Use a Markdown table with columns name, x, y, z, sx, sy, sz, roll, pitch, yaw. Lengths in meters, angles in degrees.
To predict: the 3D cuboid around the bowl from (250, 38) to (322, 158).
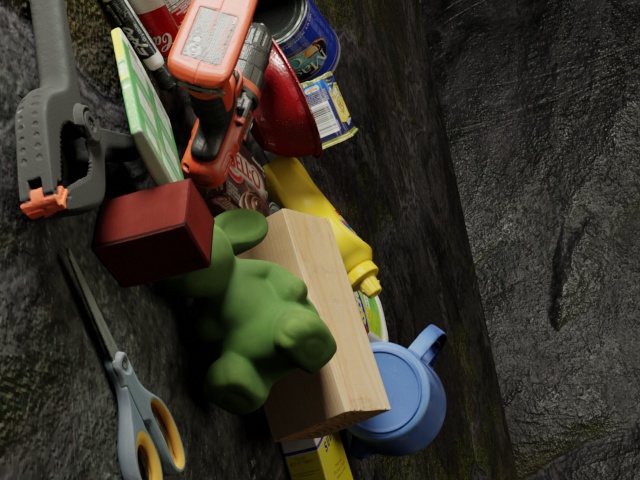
| name | x | y | z | sx | sy | sz | roll | pitch | yaw |
| --- | --- | --- | --- | --- | --- | --- | --- | --- | --- |
| bowl | -0.058 | -0.152 | 1.181 | 0.162 | 0.055 | 0.162 | 60 | -9 | 15 |

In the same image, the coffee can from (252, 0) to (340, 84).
| name | x | y | z | sx | sy | sz | roll | pitch | yaw |
| --- | --- | --- | --- | --- | --- | --- | --- | --- | --- |
| coffee can | -0.043 | -0.265 | 1.368 | 0.140 | 0.103 | 0.103 | 38 | 39 | -67 |

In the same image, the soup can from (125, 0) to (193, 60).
| name | x | y | z | sx | sy | sz | roll | pitch | yaw |
| --- | --- | --- | --- | --- | --- | --- | --- | --- | --- |
| soup can | -0.152 | -0.227 | 0.984 | 0.068 | 0.068 | 0.102 | -88 | 158 | -48 |

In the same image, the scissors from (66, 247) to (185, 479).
| name | x | y | z | sx | sy | sz | roll | pitch | yaw |
| --- | --- | --- | --- | --- | --- | --- | --- | --- | --- |
| scissors | -0.147 | 0.110 | 0.771 | 0.096 | 0.016 | 0.201 | -85 | 155 | -54 |

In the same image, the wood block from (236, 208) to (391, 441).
| name | x | y | z | sx | sy | sz | roll | pitch | yaw |
| --- | --- | --- | --- | --- | --- | --- | --- | --- | --- |
| wood block | -0.017 | 0.085 | 1.055 | 0.090 | 0.091 | 0.206 | 11 | 56 | -56 |

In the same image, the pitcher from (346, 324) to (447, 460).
| name | x | y | z | sx | sy | sz | roll | pitch | yaw |
| --- | --- | --- | --- | --- | --- | --- | --- | --- | --- |
| pitcher | 0.084 | 0.175 | 1.248 | 0.243 | 0.145 | 0.149 | 58 | 24 | -76 |

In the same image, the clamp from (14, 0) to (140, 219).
| name | x | y | z | sx | sy | sz | roll | pitch | yaw |
| --- | --- | --- | --- | --- | --- | --- | --- | --- | --- |
| clamp | -0.179 | -0.076 | 0.790 | 0.210 | 0.036 | 0.164 | -94 | 162 | -47 |

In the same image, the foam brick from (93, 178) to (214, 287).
| name | x | y | z | sx | sy | sz | roll | pitch | yaw |
| --- | --- | --- | --- | --- | --- | --- | --- | --- | --- |
| foam brick | -0.128 | -0.005 | 0.832 | 0.053 | 0.078 | 0.051 | 64 | 18 | -44 |

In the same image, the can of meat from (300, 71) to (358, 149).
| name | x | y | z | sx | sy | sz | roll | pitch | yaw |
| --- | --- | --- | --- | --- | --- | --- | --- | --- | --- |
| can of meat | 0.003 | -0.162 | 1.334 | 0.102 | 0.057 | 0.084 | -57 | 125 | -76 |

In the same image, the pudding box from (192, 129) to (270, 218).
| name | x | y | z | sx | sy | sz | roll | pitch | yaw |
| --- | --- | --- | --- | --- | --- | --- | --- | --- | --- |
| pudding box | -0.090 | -0.058 | 1.107 | 0.113 | 0.039 | 0.090 | 51 | 28 | -58 |

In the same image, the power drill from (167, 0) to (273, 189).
| name | x | y | z | sx | sy | sz | roll | pitch | yaw |
| --- | --- | --- | --- | --- | --- | --- | --- | --- | --- |
| power drill | -0.086 | -0.160 | 0.988 | 0.188 | 0.057 | 0.184 | 89 | 16 | -69 |

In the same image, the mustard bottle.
| name | x | y | z | sx | sy | sz | roll | pitch | yaw |
| --- | --- | --- | --- | --- | --- | --- | --- | --- | --- |
| mustard bottle | 0.005 | -0.009 | 1.224 | 0.192 | 0.058 | 0.096 | 51 | -8 | 21 |

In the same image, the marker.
| name | x | y | z | sx | sy | sz | roll | pitch | yaw |
| --- | --- | --- | --- | --- | --- | --- | --- | --- | --- |
| marker | -0.165 | -0.184 | 0.968 | 0.020 | 0.020 | 0.121 | -87 | 152 | -50 |

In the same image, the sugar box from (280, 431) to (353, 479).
| name | x | y | z | sx | sy | sz | roll | pitch | yaw |
| --- | --- | --- | --- | --- | --- | --- | --- | --- | --- |
| sugar box | -0.002 | 0.236 | 1.138 | 0.093 | 0.048 | 0.176 | -27 | 103 | -75 |
